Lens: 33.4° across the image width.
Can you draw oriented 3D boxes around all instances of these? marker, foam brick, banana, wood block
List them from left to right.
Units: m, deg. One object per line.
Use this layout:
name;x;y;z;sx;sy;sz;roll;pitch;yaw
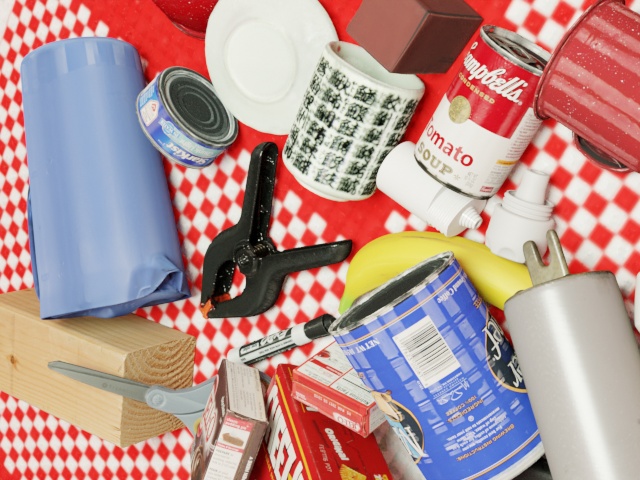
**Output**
wood block;-0.225;0.114;1.017;0.206;0.090;0.091;15;105;36
marker;-0.032;0.086;0.905;0.121;0.020;0.020;-24;80;38
foam brick;0.067;-0.154;0.761;0.051;0.078;0.053;48;121;22
banana;0.091;0.026;0.794;0.198;0.037;0.069;2;117;40

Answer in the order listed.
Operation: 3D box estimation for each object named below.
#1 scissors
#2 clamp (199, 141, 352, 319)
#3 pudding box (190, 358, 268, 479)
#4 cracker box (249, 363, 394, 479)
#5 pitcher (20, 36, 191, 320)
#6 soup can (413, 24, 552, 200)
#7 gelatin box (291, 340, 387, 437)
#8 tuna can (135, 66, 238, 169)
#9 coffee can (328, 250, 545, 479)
scissors;-0.122;0.122;0.913;0.201;0.016;0.096;34;100;-12
clamp;-0.056;0.001;0.901;0.172;0.039;0.120;-38;71;35
pudding box;-0.075;0.158;0.858;0.113;0.039;0.090;-121;48;-73
cracker box;-0.024;0.230;0.837;0.164;0.072;0.214;-117;43;-59
pitcher;-0.207;-0.050;0.962;0.149;0.145;0.243;-9;85;-4
soup can;0.116;-0.088;0.737;0.069;0.068;0.102;43;120;26
gelatin box;0.033;0.104;0.811;0.073;0.089;0.030;23;128;34
tuna can;-0.112;-0.105;0.904;0.034;0.085;0.086;-38;72;33
coffee can;0.085;0.093;0.737;0.103;0.102;0.140;-31;94;36
